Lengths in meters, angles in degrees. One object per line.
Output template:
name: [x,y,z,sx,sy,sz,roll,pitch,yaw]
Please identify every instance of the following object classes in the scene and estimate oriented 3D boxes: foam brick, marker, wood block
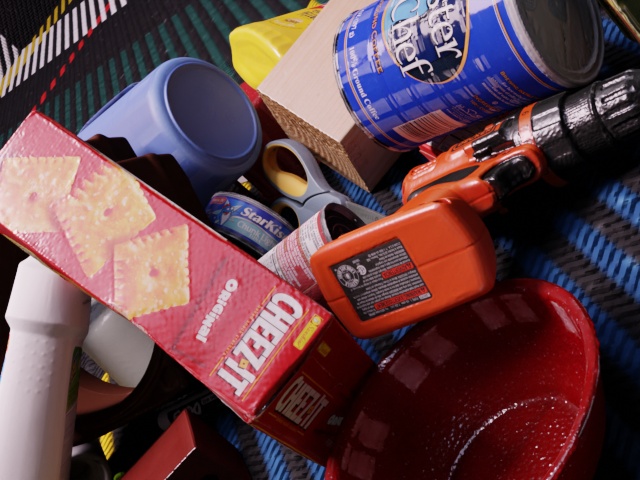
foam brick: [-0.091,0.161,0.692,0.078,0.053,0.051,-48,24,3]
marker: [-0.095,0.125,0.790,0.121,0.020,0.020,-29,31,36]
wood block: [0.059,-0.154,0.827,0.091,0.090,0.206,35,82,28]

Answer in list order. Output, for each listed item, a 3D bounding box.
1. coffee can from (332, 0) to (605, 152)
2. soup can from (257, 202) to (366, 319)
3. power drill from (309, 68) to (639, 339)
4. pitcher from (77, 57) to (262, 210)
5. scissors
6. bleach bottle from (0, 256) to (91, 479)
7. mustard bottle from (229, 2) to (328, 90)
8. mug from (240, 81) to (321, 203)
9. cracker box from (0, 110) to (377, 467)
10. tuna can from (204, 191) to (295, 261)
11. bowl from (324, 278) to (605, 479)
coffee can: [0.093,-0.125,0.680,0.141,0.102,0.102,-18,38,42]
soup can: [-0.012,0.030,0.736,0.102,0.068,0.068,-37,27,24]
power drill: [0.093,-0.024,0.591,0.185,0.057,0.187,-27,7,40]
pitcher: [-0.161,-0.061,0.922,0.243,0.149,0.144,-34,2,41]
scissors: [0.008,-0.010,0.809,0.202,0.016,0.096,43,131,44]
bleach bottle: [-0.194,0.111,0.729,0.102,0.068,0.251,-142,62,-79]
mustard bottle: [0.024,-0.180,0.928,0.191,0.058,0.096,-23,31,-26]
mug: [-0.040,-0.099,0.954,0.117,0.081,0.093,-29,30,35]
cracker box: [-0.073,0.033,0.602,0.214,0.164,0.072,34,83,24]
tuna can: [-0.055,0.001,0.828,0.086,0.086,0.033,-4,50,57]
bowl: [0.077,0.098,0.506,0.162,0.055,0.162,-37,27,22]
